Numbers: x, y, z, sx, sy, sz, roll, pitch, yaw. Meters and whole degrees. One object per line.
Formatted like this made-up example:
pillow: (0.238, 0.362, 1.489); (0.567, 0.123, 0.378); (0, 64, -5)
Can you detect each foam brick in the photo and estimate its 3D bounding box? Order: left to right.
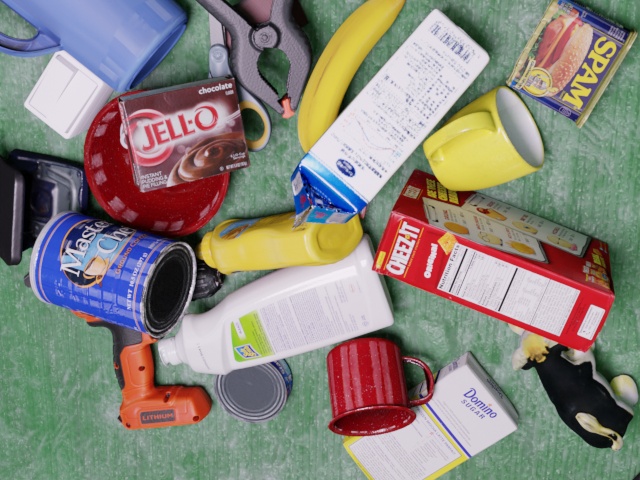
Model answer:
foam brick: (-0.060, -0.219, 1.064); (0.078, 0.053, 0.051); (-25, 101, 22)

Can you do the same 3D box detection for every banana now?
banana: (0.022, -0.159, 1.044); (0.037, 0.069, 0.198); (31, 105, 38)

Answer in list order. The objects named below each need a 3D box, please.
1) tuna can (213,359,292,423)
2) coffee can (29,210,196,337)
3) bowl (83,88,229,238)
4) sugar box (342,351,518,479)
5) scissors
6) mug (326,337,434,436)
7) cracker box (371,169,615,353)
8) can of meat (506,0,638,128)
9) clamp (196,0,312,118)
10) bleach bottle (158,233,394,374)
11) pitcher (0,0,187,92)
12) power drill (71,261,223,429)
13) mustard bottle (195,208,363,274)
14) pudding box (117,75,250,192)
tuna can: (-0.076, 0.162, 1.211); (0.086, 0.033, 0.086); (5, 110, 13)
coffee can: (-0.216, 0.034, 1.114); (0.140, 0.102, 0.103); (15, 112, 21)
bowl: (-0.167, -0.086, 1.135); (0.162, 0.055, 0.162); (5, 110, 12)
sugar box: (0.120, 0.207, 1.173); (0.176, 0.048, 0.093); (-36, 96, 19)
scissors: (-0.082, -0.171, 1.049); (0.096, 0.016, 0.202); (14, 111, -1)
mug: (0.062, 0.153, 1.129); (0.117, 0.093, 0.081); (-8, 62, 3)
cracker box: (0.168, 0.016, 1.029); (0.214, 0.164, 0.072); (21, 110, 6)
can of meat: (0.235, -0.171, 1.005); (0.084, 0.057, 0.102); (30, 113, 5)
clamp: (-0.046, -0.204, 1.014); (0.120, 0.039, 0.171); (-22, 112, 12)
bleach bottle: (-0.054, 0.077, 1.132); (0.251, 0.068, 0.102); (-17, 109, 7)
pitcher: (-0.261, -0.255, 1.058); (0.243, 0.144, 0.149); (41, 123, -6)
power drill: (-0.181, 0.117, 1.212); (0.185, 0.057, 0.187); (-8, 105, 17)
mustard bottle: (-0.057, 0.002, 1.110); (0.192, 0.096, 0.058); (-7, 105, 38)
pudding box: (-0.131, -0.104, 1.028); (0.113, 0.039, 0.090); (-15, 110, -15)
